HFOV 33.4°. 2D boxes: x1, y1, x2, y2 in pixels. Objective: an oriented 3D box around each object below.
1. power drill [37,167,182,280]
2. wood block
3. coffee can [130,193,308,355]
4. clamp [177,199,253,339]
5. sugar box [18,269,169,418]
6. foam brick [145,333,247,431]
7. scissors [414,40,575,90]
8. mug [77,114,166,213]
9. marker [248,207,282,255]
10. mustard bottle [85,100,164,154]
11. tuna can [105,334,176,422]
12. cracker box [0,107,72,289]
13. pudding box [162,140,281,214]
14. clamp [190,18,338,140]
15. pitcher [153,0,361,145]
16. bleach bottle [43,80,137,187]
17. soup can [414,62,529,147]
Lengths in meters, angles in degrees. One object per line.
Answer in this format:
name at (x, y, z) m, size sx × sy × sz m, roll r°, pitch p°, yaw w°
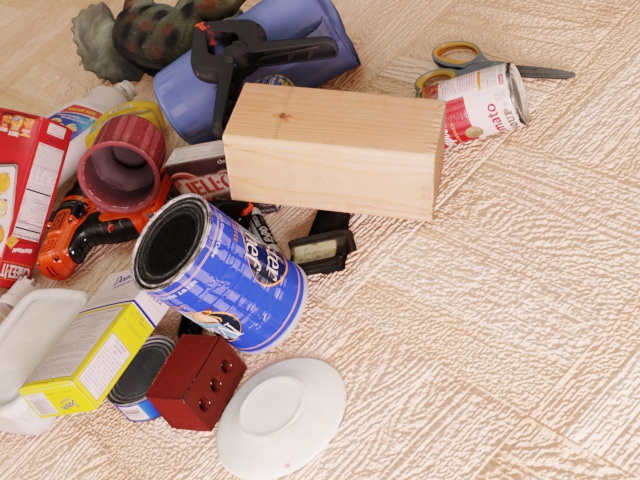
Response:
power drill at (-0.244, -0.040, 1.300) m, size 0.188 × 0.057 × 0.184 m, roll -16°, pitch 40°, yaw 25°
wood block at (0.017, -0.090, 1.068) m, size 0.206 × 0.090 × 0.090 m, roll 7°, pitch 47°, yaw 11°
coffee can at (-0.094, 0.034, 1.012) m, size 0.103 × 0.140 × 0.103 m, roll -27°, pitch 45°, yaw 30°
clamp at (-0.125, 0.006, 1.105) m, size 0.039 × 0.120 × 0.171 m, roll 4°, pitch 48°, yaw 26°
sugar box at (-0.218, 0.098, 1.075) m, size 0.094 × 0.048 × 0.176 m, roll -13°, pitch 29°, yaw 39°
foam brick at (-0.117, 0.134, 1.008) m, size 0.051 × 0.053 × 0.078 m, roll 1°, pitch 49°, yaw 37°
scissors at (0.178, -0.176, 1.170) m, size 0.096 × 0.016 × 0.202 m, roll -42°, pitch 37°, yaw -9°
mug at (-0.227, -0.082, 1.221) m, size 0.117 × 0.093 × 0.081 m, roll -58°, pitch 15°, yaw 31°
marker at (-0.057, 0.001, 1.141) m, size 0.020 × 0.020 × 0.121 m, roll -33°, pitch 37°, yaw 1°
mustard bottle at (-0.249, -0.135, 1.354) m, size 0.096 × 0.058 × 0.191 m, roll -18°, pitch 16°, yaw -2°
tuna can at (-0.171, 0.137, 1.060) m, size 0.086 × 0.033 × 0.086 m, roll -21°, pitch 38°, yaw 17°
cracker box at (-0.413, -0.059, 1.332) m, size 0.164 × 0.072 × 0.214 m, roll 14°, pitch 87°, yaw 28°
pudding box at (-0.107, -0.068, 1.198) m, size 0.114 × 0.090 × 0.039 m, roll -9°, pitch 42°, yaw 29°
clamp at (-0.080, -0.207, 1.202) m, size 0.164 × 0.036 × 0.210 m, roll -34°, pitch 42°, yaw -2°
pitcher at (-0.082, -0.214, 1.312) m, size 0.243 × 0.149 × 0.145 m, roll -29°, pitch 64°, yaw 11°
bleach bottle at (-0.355, -0.142, 1.469) m, size 0.103 × 0.068 × 0.250 m, roll 29°, pitch 58°, yaw 25°
soup can at (0.156, -0.138, 1.099) m, size 0.102 × 0.068 × 0.068 m, roll -14°, pitch 40°, yaw 23°
